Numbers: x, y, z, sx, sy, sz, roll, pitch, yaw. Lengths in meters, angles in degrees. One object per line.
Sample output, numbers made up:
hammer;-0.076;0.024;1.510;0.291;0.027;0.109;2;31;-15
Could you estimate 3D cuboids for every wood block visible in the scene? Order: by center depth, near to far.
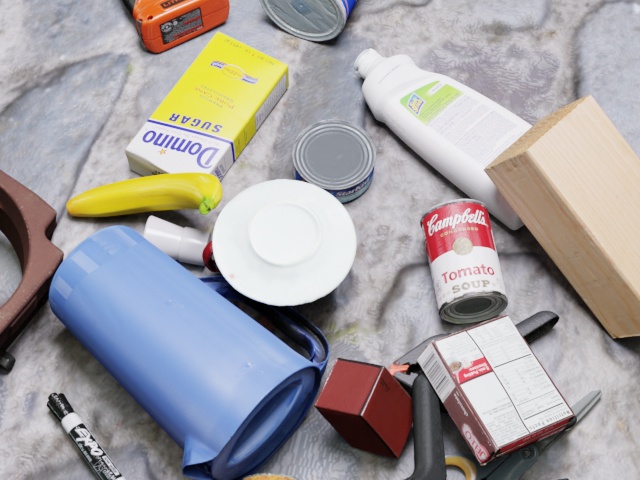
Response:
wood block;0.260;-0.019;0.989;0.090;0.090;0.206;-40;95;-20

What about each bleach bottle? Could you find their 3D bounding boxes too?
bleach bottle;0.138;-0.123;1.108;0.102;0.068;0.251;-39;66;-21

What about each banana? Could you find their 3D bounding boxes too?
banana;-0.162;-0.045;1.041;0.198;0.069;0.037;-1;99;38

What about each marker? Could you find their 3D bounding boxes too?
marker;-0.209;0.184;0.960;0.020;0.020;0.121;-35;67;-18

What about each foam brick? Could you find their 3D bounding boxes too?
foam brick;0.042;0.147;0.942;0.051;0.078;0.053;4;55;38

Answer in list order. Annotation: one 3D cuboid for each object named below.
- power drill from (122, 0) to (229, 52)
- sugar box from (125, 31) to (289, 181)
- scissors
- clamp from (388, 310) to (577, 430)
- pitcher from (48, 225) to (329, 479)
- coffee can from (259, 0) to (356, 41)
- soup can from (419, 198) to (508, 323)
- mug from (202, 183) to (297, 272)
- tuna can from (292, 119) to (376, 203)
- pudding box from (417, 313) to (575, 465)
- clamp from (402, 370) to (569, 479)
power drill;-0.179;-0.312;1.212;0.184;0.057;0.188;-29;63;-11
sugar box;-0.116;-0.130;1.117;0.093;0.048;0.176;27;63;13
scissors;0.165;0.188;0.962;0.096;0.016;0.201;32;65;16
clamp;0.151;0.113;0.991;0.171;0.039;0.120;6;49;5
pitcher;-0.120;0.090;0.958;0.243;0.149;0.145;38;98;22
coffee can;0.006;-0.307;1.183;0.103;0.103;0.140;21;63;10
soup can;0.137;0.021;1.025;0.068;0.068;0.102;-6;62;-4
mug;-0.057;0.001;1.025;0.117;0.081;0.093;-13;62;-8
tuna can;0.014;-0.080;1.098;0.086;0.034;0.086;0;61;0
pudding box;0.151;0.127;0.924;0.089;0.039;0.113;-15;62;-28
clamp;0.097;0.212;0.886;0.164;0.036;0.209;43;52;12
